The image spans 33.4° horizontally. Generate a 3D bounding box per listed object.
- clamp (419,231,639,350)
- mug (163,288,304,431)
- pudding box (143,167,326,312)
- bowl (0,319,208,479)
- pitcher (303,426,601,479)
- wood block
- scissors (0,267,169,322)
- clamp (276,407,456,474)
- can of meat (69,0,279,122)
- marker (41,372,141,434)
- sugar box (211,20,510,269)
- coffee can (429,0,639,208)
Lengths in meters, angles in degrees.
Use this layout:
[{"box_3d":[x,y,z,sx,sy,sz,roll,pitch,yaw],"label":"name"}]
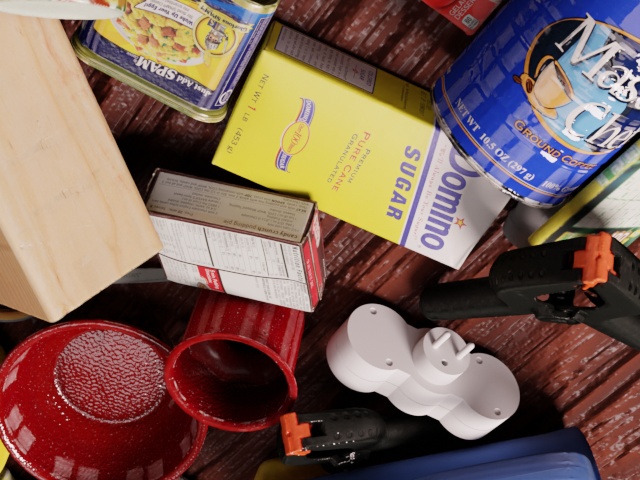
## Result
[{"box_3d":[0.157,0.035,0.657,0.164,0.036,0.210,9,167,-3],"label":"clamp"},{"box_3d":[-0.056,0.084,0.765,0.093,0.081,0.117,5,127,6],"label":"mug"},{"box_3d":[-0.055,0.001,0.703,0.113,0.039,0.090,11,149,11],"label":"pudding box"},{"box_3d":[-0.164,0.118,0.816,0.162,0.055,0.162,0,116,0],"label":"bowl"},{"box_3d":[0.084,0.211,0.771,0.243,0.145,0.149,-8,101,0],"label":"pitcher"},{"box_3d":[-0.189,-0.066,0.634,0.091,0.090,0.206,10,129,48],"label":"wood block"},{"box_3d":[-0.185,0.013,0.777,0.202,0.016,0.096,-15,123,21],"label":"scissors"},{"box_3d":[0.030,0.143,0.778,0.120,0.039,0.171,-24,160,14],"label":"clamp"},{"box_3d":[-0.083,-0.131,0.622,0.102,0.057,0.084,27,125,-10],"label":"can of meat"},{"box_3d":[-0.182,0.134,0.866,0.121,0.020,0.020,32,126,-14],"label":"marker"},{"box_3d":[0.031,-0.056,0.666,0.176,0.048,0.093,24,128,-6],"label":"sugar box"},{"box_3d":[0.142,-0.100,0.575,0.102,0.102,0.140,33,126,-15],"label":"coffee can"}]
